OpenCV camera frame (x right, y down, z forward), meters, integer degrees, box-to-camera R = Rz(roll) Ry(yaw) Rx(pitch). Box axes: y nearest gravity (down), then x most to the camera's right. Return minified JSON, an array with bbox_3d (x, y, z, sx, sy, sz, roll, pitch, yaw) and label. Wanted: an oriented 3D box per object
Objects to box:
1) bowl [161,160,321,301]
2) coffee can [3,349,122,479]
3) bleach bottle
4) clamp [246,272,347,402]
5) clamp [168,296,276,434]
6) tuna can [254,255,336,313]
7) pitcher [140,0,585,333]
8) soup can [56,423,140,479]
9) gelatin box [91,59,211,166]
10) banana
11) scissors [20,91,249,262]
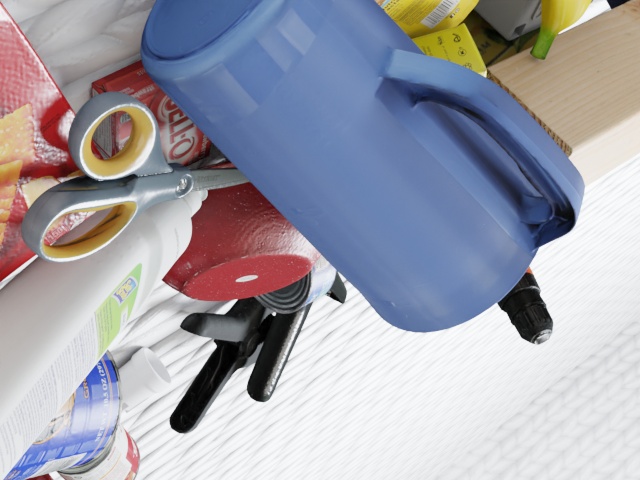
[{"bbox_3d":[-0.055,0.001,0.733,0.162,0.055,0.162,-12,162,-4],"label":"bowl"},{"bbox_3d":[-0.211,0.107,0.687,0.103,0.103,0.140,-49,159,19],"label":"coffee can"},{"bbox_3d":[-0.148,0.050,0.593,0.250,0.068,0.103,-51,170,-34],"label":"bleach bottle"},{"bbox_3d":[-0.014,0.039,0.943,0.164,0.036,0.210,-54,161,-36],"label":"clamp"},{"bbox_3d":[-0.076,0.081,0.943,0.171,0.039,0.120,-47,157,-45],"label":"clamp"},{"bbox_3d":[-0.028,0.013,0.851,0.033,0.086,0.086,-24,154,-43],"label":"tuna can"},{"bbox_3d":[0.025,-0.062,0.593,0.149,0.145,0.242,-40,129,10],"label":"pitcher"},{"bbox_3d":[-0.197,0.177,0.908,0.068,0.068,0.102,-37,158,-14],"label":"soup can"},{"bbox_3d":[-0.098,-0.071,0.634,0.073,0.030,0.089,-30,157,-28],"label":"gelatin box"},{"bbox_3d":[0.141,-0.182,0.684,0.069,0.037,0.197,-57,148,-1],"label":"banana"},{"bbox_3d":[-0.078,-0.046,0.565,0.201,0.016,0.096,-32,146,-52],"label":"scissors"}]
